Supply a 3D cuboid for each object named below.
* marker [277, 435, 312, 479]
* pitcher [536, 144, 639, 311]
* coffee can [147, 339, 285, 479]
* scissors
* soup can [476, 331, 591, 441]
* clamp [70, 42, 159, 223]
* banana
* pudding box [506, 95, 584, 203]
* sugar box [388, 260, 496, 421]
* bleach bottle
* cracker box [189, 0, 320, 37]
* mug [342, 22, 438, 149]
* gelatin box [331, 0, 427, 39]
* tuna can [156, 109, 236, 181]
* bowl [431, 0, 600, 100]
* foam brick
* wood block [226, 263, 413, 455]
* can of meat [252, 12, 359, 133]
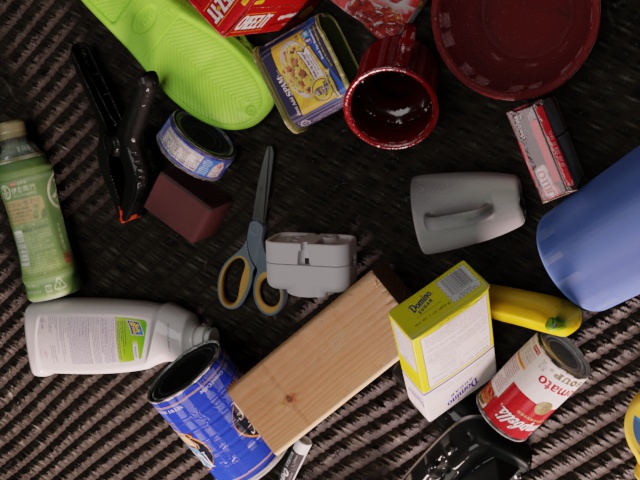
[{"bbox_3d":[-0.040,0.284,1.272,0.020,0.020,0.121,31,114,16],"label":"marker"},{"bbox_3d":[0.324,-0.029,0.955,0.243,0.144,0.149,-37,84,38],"label":"pitcher"},{"bbox_3d":[-0.114,0.199,1.216,0.103,0.102,0.140,-27,109,28],"label":"coffee can"},{"bbox_3d":[-0.058,0.001,1.212,0.096,0.016,0.202,32,114,14],"label":"scissors"},{"bbox_3d":[0.216,0.146,1.085,0.068,0.068,0.102,43,117,10],"label":"soup can"},{"bbox_3d":[-0.236,-0.123,1.237,0.165,0.036,0.210,34,133,39],"label":"clamp"},{"bbox_3d":[0.198,0.065,1.054,0.198,0.069,0.037,11,82,65],"label":"banana"},{"bbox_3d":[0.213,-0.088,1.003,0.039,0.113,0.090,-20,93,21],"label":"pudding box"},{"bbox_3d":[0.124,0.103,1.054,0.093,0.176,0.048,-33,58,-12],"label":"sugar box"},{"bbox_3d":[-0.240,0.122,1.305,0.251,0.068,0.102,1,105,23],"label":"bleach bottle"},{"bbox_3d":[-0.109,-0.305,1.076,0.214,0.164,0.072,49,119,8],"label":"cracker box"},{"bbox_3d":[0.076,-0.160,1.051,0.093,0.081,0.117,11,129,3],"label":"mug"},{"bbox_3d":[0.061,-0.253,1.082,0.089,0.030,0.073,41,117,11],"label":"gelatin box"},{"bbox_3d":[-0.136,-0.107,1.183,0.086,0.086,0.034,43,115,10],"label":"tuna can"},{"bbox_3d":[0.190,-0.217,1.015,0.162,0.055,0.162,7,105,24],"label":"bowl"},{"bbox_3d":[-0.151,-0.042,1.225,0.078,0.052,0.051,36,115,15],"label":"foam brick"},{"bbox_3d":[0.013,0.125,1.140,0.206,0.090,0.091,-40,84,14],"label":"wood block"},{"bbox_3d":[-0.009,-0.177,1.121,0.084,0.057,0.102,-25,92,26],"label":"can of meat"}]
